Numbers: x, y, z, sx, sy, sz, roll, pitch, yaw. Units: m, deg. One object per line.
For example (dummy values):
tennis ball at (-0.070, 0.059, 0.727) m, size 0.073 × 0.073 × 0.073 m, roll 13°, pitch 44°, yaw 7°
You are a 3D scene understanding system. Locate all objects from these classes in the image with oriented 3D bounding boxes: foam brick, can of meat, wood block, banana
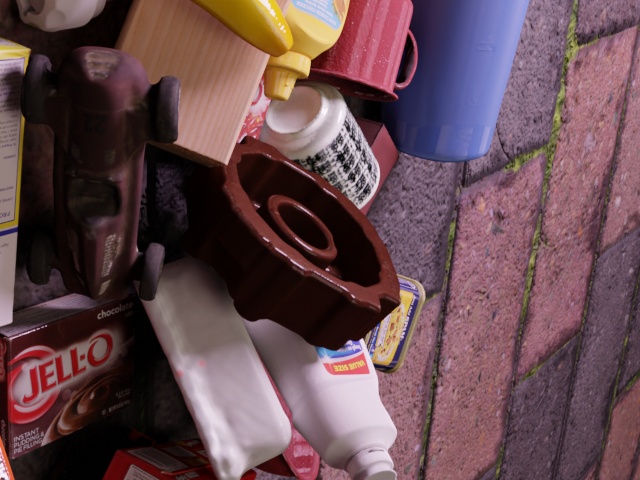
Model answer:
foam brick at (0.026, -0.065, 0.961) m, size 0.078 × 0.053 × 0.051 m, roll -61°, pitch 147°, yaw -17°
can of meat at (0.052, 0.079, 1.077) m, size 0.083 × 0.058 × 0.102 m, roll 18°, pitch 91°, yaw -56°
wood block at (-0.071, -0.160, 0.694) m, size 0.090 × 0.090 × 0.206 m, roll 21°, pitch 88°, yaw -15°
banana at (-0.105, -0.158, 0.618) m, size 0.197 × 0.037 × 0.070 m, roll 8°, pitch 108°, yaw -18°

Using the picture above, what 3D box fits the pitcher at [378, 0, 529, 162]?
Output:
pitcher at (0.112, -0.199, 0.964) m, size 0.144 × 0.149 × 0.243 m, roll -42°, pitch 144°, yaw -61°

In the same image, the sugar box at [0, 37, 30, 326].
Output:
sugar box at (-0.219, -0.028, 0.613) m, size 0.093 × 0.048 × 0.176 m, roll -17°, pitch 124°, yaw -55°

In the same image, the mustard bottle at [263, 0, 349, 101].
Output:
mustard bottle at (-0.014, -0.199, 0.794) m, size 0.096 × 0.058 × 0.191 m, roll 15°, pitch 85°, yaw -55°

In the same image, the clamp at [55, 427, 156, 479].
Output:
clamp at (-0.197, 0.221, 0.786) m, size 0.209 × 0.036 × 0.164 m, roll -56°, pitch 154°, yaw -25°

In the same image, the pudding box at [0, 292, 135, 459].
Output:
pudding box at (-0.181, 0.087, 0.740) m, size 0.113 × 0.039 × 0.090 m, roll -22°, pitch 124°, yaw -51°

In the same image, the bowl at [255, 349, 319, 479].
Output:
bowl at (-0.053, 0.132, 0.903) m, size 0.162 × 0.055 × 0.162 m, roll -17°, pitch 90°, yaw -80°

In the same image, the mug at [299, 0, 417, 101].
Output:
mug at (0.037, -0.163, 0.882) m, size 0.117 × 0.093 × 0.081 m, roll 14°, pitch 90°, yaw -37°

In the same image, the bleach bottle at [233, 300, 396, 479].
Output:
bleach bottle at (-0.002, 0.084, 0.807) m, size 0.102 × 0.251 × 0.068 m, roll 22°, pitch 118°, yaw -42°
